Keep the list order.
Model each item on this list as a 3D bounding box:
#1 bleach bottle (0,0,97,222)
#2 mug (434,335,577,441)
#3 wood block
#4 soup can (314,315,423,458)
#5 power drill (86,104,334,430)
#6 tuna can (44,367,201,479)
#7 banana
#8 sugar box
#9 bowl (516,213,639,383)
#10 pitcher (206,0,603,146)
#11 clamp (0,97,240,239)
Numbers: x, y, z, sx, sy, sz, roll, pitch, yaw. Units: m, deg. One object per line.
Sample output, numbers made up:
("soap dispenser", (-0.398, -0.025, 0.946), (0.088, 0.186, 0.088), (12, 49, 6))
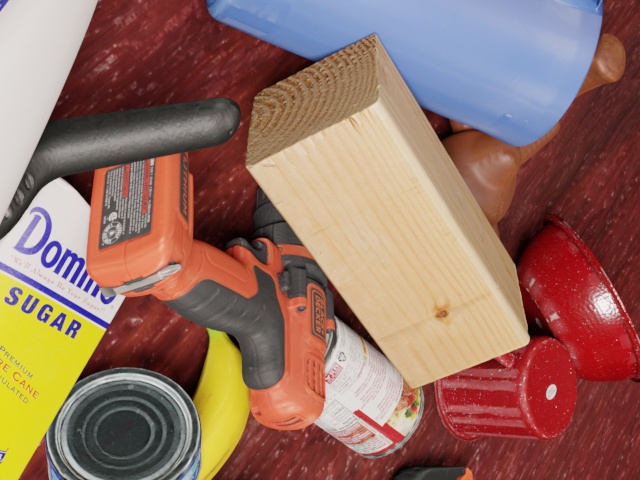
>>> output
("bleach bottle", (-0.165, -0.103, 0.519), (0.250, 0.103, 0.068), (-80, 158, -44))
("mug", (0.144, 0.110, 0.850), (0.117, 0.082, 0.093), (46, 56, -32))
("wood block", (0.046, -0.013, 0.684), (0.206, 0.091, 0.090), (54, 21, -31))
("soup can", (0.014, 0.097, 0.729), (0.102, 0.069, 0.068), (40, 59, -35))
("power drill", (-0.054, 0.001, 0.633), (0.187, 0.057, 0.184), (41, 37, -47))
("tuna can", (-0.108, 0.113, 0.589), (0.086, 0.086, 0.034), (-47, 159, -37))
("banana", (-0.095, 0.126, 0.629), (0.197, 0.070, 0.037), (-50, 160, -38))
("sugar box", (-0.169, 0.056, 0.553), (0.176, 0.048, 0.093), (-62, 140, -26))
("bowl", (0.209, 0.060, 0.902), (0.055, 0.162, 0.162), (-27, 111, -1))
("pitcher", (0.057, -0.165, 0.698), (0.242, 0.145, 0.149), (17, 101, -19))
("clamp", (-0.169, -0.055, 0.545), (0.209, 0.165, 0.036), (-34, 148, -22))
